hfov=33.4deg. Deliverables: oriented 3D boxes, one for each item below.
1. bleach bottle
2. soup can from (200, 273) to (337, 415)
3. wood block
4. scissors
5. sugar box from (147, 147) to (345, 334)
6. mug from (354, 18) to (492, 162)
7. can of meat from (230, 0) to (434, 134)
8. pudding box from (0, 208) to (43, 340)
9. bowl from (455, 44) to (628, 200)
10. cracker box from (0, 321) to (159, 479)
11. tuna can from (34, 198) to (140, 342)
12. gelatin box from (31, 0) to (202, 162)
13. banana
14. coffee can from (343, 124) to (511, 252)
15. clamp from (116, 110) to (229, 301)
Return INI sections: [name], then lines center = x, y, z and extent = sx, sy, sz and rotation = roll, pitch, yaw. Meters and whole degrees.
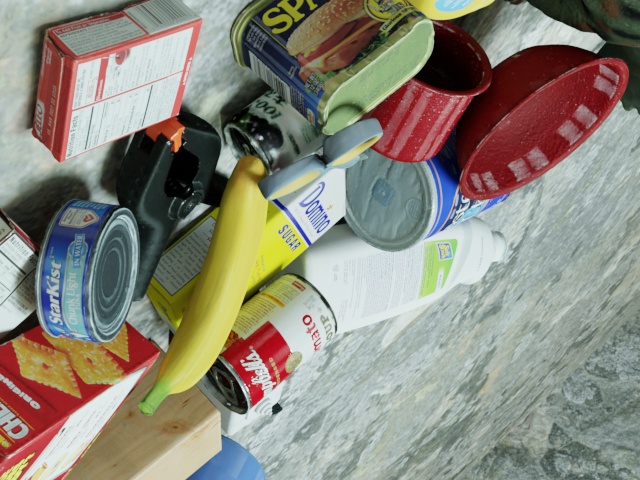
[bleach bottle]
center = 0.072, 0.028, 0.987
extent = 0.250, 0.068, 0.103
rotation = -9, 118, -34
[soup can]
center = -0.044, 0.081, 0.849
extent = 0.102, 0.068, 0.068
rotation = -38, 158, -28
[wood block]
center = -0.187, 0.188, 0.863
extent = 0.205, 0.090, 0.091
rotation = -37, 157, -23
[scissors]
center = 0.001, -0.050, 0.740
extent = 0.096, 0.016, 0.202
rotation = -28, 178, -5
[sugar box]
center = -0.055, 0.001, 0.837
extent = 0.176, 0.048, 0.093
rotation = -39, 158, -15
[mug]
center = 0.078, -0.119, 0.818
extent = 0.117, 0.093, 0.082
rotation = -36, 162, -43
[can of meat]
center = 0.009, -0.126, 0.677
extent = 0.102, 0.084, 0.057
rotation = -40, 158, -16
[pudding box]
center = -0.211, 0.034, 0.615
extent = 0.113, 0.039, 0.090
rotation = -44, 160, -11
[bowl]
center = 0.164, -0.104, 0.854
extent = 0.162, 0.055, 0.162
rotation = -28, 157, -13
[cracker box]
center = -0.209, 0.133, 0.677
extent = 0.164, 0.072, 0.213
rotation = -51, 175, 16
[tuna can]
center = -0.139, 0.019, 0.647
extent = 0.086, 0.034, 0.086
rotation = 8, 90, -81
[gelatin box]
center = -0.113, -0.091, 0.587
extent = 0.089, 0.030, 0.073
rotation = -28, 154, -38
[banana]
center = -0.071, 0.031, 0.744
extent = 0.069, 0.037, 0.198
rotation = -54, 167, -75
[coffee can]
center = 0.095, -0.058, 0.933
extent = 0.140, 0.103, 0.103
rotation = -23, 149, -46
[clamp]
center = -0.104, -0.025, 0.707
extent = 0.120, 0.039, 0.171
rotation = -51, 161, -15
